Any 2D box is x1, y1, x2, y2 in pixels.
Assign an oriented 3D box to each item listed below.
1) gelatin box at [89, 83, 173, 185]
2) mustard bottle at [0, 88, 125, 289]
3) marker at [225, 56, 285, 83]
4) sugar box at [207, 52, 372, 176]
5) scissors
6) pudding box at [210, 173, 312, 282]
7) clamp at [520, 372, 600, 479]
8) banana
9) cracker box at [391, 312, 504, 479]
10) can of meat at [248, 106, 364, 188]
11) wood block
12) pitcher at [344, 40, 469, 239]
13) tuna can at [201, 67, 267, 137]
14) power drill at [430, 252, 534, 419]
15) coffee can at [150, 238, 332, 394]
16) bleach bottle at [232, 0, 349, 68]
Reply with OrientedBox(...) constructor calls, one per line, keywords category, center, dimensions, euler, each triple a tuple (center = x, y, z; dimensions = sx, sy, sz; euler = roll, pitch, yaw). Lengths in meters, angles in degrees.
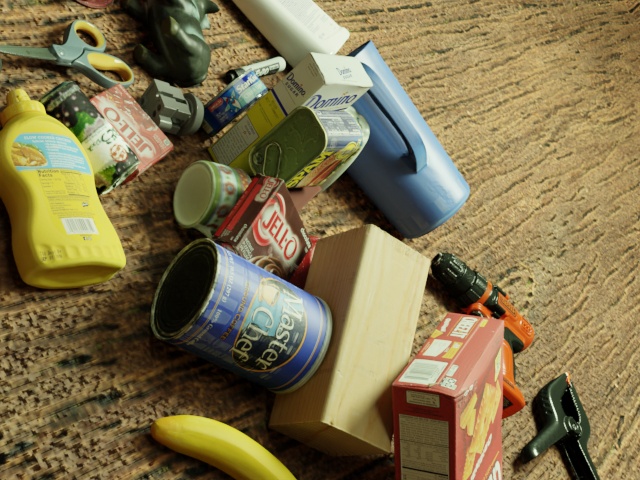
OrientedBox(category="gelatin box", center=(-0.201, -0.109, 1.083), dimensions=(0.089, 0.030, 0.073), euler=(50, 33, -6))
OrientedBox(category="mustard bottle", center=(-0.245, -0.052, 0.950), dimensions=(0.096, 0.058, 0.192), euler=(-1, 61, -47))
OrientedBox(category="marker", center=(-0.081, -0.213, 1.336), dimensions=(0.020, 0.020, 0.120), euler=(56, 33, 3))
OrientedBox(category="sugar box", center=(-0.034, -0.135, 1.180), dimensions=(0.093, 0.176, 0.048), euler=(-8, 67, -54))
OrientedBox(category="scissors", center=(-0.267, -0.200, 1.076), dimensions=(0.201, 0.016, 0.096), euler=(14, 44, -56))
OrientedBox(category="pudding box", center=(-0.057, 0.001, 1.079), dimensions=(0.090, 0.039, 0.113), euler=(-56, 149, -24))
OrientedBox(category="clamp", center=(0.312, 0.249, 1.389), dimensions=(0.164, 0.036, 0.210), euler=(36, 35, -26))
OrientedBox(category="banana", center=(-0.066, 0.211, 0.953), dimensions=(0.197, 0.037, 0.069), euler=(46, 33, -12))
OrientedBox(category="cracker box", center=(0.134, 0.204, 1.076), dimensions=(0.164, 0.072, 0.214), euler=(-40, 131, -57))
OrientedBox(category="can of meat", center=(-0.013, -0.098, 1.147), dimensions=(0.083, 0.102, 0.057), euler=(-8, 64, -56))
OrientedBox(category="wood block", center=(0.030, 0.100, 1.062), dimensions=(0.090, 0.091, 0.206), euler=(30, 62, -30))
OrientedBox(category="pitcher", center=(0.083, -0.124, 1.354), dimensions=(0.243, 0.145, 0.149), euler=(51, 30, -10))
OrientedBox(category="tuna can", center=(-0.100, -0.154, 1.199), dimensions=(0.033, 0.086, 0.086), euler=(51, 33, -8))
OrientedBox(category="power drill", center=(0.202, 0.120, 1.351), dimensions=(0.184, 0.057, 0.187), euler=(41, 35, -20))
OrientedBox(category="coffee can", center=(-0.074, 0.073, 1.009), dimensions=(0.140, 0.103, 0.103), euler=(30, 40, -32))
OrientedBox(category="bleach bottle", center=(-0.077, -0.331, 1.413), dimensions=(0.250, 0.068, 0.102), euler=(45, 34, -9))
